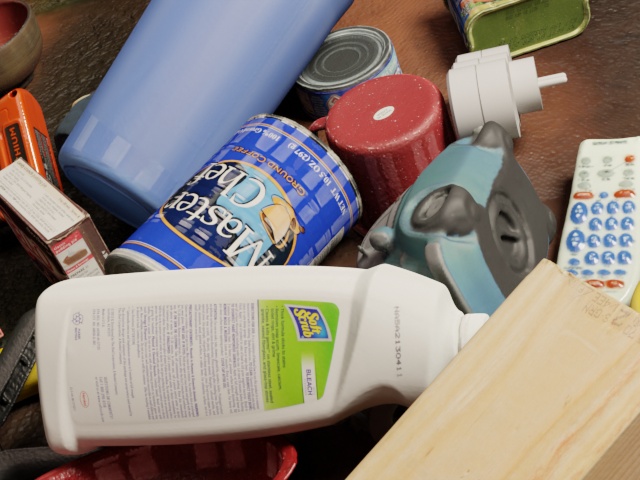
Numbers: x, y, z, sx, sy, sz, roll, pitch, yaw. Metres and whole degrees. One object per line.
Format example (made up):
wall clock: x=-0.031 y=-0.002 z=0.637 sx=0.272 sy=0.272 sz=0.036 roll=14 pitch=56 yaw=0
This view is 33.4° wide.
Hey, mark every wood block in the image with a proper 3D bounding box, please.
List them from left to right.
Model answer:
wood block: x=0.077 y=0.123 z=0.477 sx=0.206 sy=0.090 sz=0.090 roll=-47 pitch=44 yaw=-7

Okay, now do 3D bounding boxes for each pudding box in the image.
pudding box: x=-0.185 y=0.002 z=0.758 sx=0.039 sy=0.090 sz=0.114 roll=-40 pitch=44 yaw=-19

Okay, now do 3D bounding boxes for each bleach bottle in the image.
bleach bottle: x=-0.027 y=0.065 z=0.567 sx=0.251 sy=0.102 sz=0.068 roll=-2 pitch=7 yaw=20

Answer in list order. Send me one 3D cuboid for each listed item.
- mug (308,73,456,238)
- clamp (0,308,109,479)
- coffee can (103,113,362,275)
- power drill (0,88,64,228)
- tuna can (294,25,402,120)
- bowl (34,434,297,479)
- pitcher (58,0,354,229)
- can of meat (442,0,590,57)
mug: x=0.042 y=-0.060 z=0.727 sx=0.117 sy=0.081 sz=0.093 roll=11 pitch=51 yaw=33
clamp: x=-0.209 y=0.121 z=0.660 sx=0.171 sy=0.039 sz=0.120 roll=-26 pitch=62 yaw=-5
coffee can: x=-0.055 y=0.001 z=0.690 sx=0.103 sy=0.103 sz=0.140 roll=20 pitch=56 yaw=38
power drill: x=-0.307 y=-0.055 z=0.841 sx=0.187 sy=0.057 sz=0.184 roll=-18 pitch=83 yaw=3
tuna can: x=0.020 y=-0.134 z=0.852 sx=0.086 sy=0.033 sz=0.086 roll=-13 pitch=42 yaw=11
bowl: x=-0.086 y=0.150 z=0.551 sx=0.162 sy=0.055 sz=0.162 roll=-12 pitch=10 yaw=2
pitcher: x=-0.090 y=-0.125 z=0.804 sx=0.145 sy=0.149 sz=0.242 roll=24 pitch=74 yaw=24
can of meat: x=0.152 y=-0.191 z=0.838 sx=0.102 sy=0.057 sz=0.084 roll=-18 pitch=44 yaw=6
